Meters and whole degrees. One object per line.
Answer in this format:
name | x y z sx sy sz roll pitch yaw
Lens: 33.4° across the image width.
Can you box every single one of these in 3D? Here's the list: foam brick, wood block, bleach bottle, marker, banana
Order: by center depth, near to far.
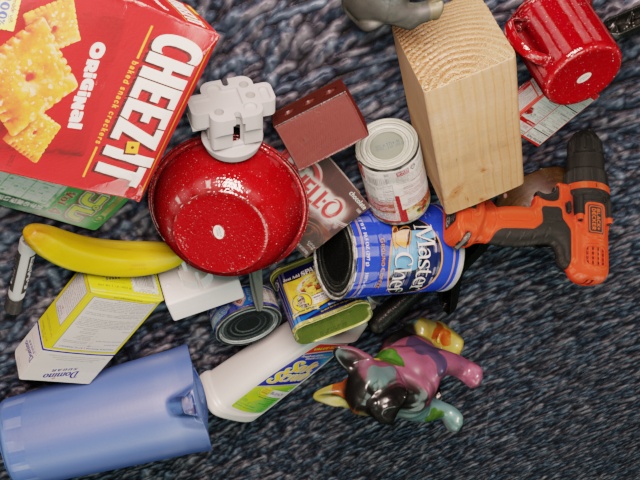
foam brick | 0.000 -0.110 1.012 0.078 0.053 0.051 -26 110 6
wood block | 0.139 -0.129 1.048 0.090 0.091 0.206 -22 147 0
banana | -0.217 0.009 1.088 0.197 0.037 0.070 4 142 -37
marker | -0.308 0.038 1.096 0.020 0.020 0.121 -2 142 -28
bleach bottle | -0.033 0.137 1.357 0.251 0.068 0.102 -38 145 20

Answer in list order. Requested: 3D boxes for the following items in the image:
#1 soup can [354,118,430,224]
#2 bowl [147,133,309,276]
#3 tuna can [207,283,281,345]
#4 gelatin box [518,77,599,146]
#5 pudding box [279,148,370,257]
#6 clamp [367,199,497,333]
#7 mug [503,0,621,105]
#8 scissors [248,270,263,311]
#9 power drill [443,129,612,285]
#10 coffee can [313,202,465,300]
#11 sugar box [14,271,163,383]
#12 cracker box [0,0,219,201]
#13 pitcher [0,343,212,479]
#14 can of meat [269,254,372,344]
soup can | 0.076 -0.071 1.115 0.068 0.068 0.102 -21 146 -1
bowl | -0.093 -0.021 1.036 0.162 0.055 0.162 2 122 3
tuna can | -0.090 0.090 1.281 0.086 0.034 0.086 -15 146 -10
gelatin box | 0.240 -0.147 1.136 0.089 0.030 0.073 -40 144 26
pudding box | -0.015 -0.046 1.102 0.090 0.039 0.113 -37 137 8
clamp | 0.162 0.032 1.325 0.164 0.036 0.210 -3 136 -52
mug | 0.227 -0.187 1.023 0.117 0.081 0.093 5 139 -34
scissors | -0.058 0.001 1.168 0.096 0.016 0.201 -26 139 -2
power drill | 0.232 -0.049 1.179 0.187 0.184 0.057 7 157 -9
coffee can | 0.076 0.011 1.200 0.140 0.103 0.103 -3 143 -26
sugar box | -0.259 0.094 1.183 0.093 0.048 0.176 11 138 -40
cracker box | -0.207 -0.130 0.828 0.213 0.072 0.164 13 114 -40
pitcher | -0.258 0.217 1.298 0.242 0.145 0.149 -13 134 -7
can of meat | 0.002 0.065 1.252 0.102 0.084 0.057 -22 147 0
